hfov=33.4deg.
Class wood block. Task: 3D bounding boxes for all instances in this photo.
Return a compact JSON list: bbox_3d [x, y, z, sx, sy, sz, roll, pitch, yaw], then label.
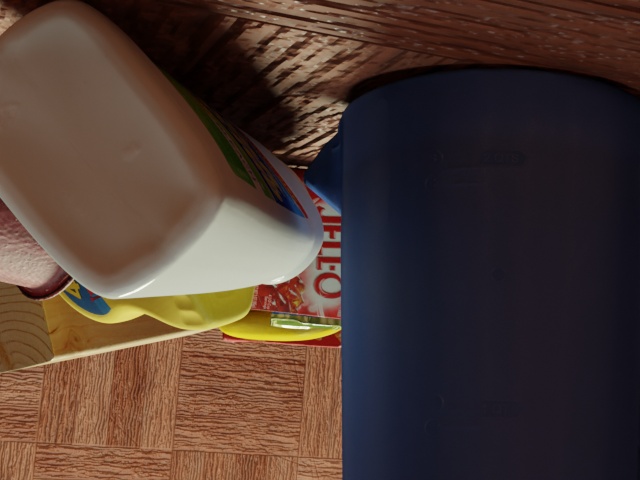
[{"bbox_3d":[-0.178,0.043,0.831,0.090,0.091,0.205,-14,176,28],"label":"wood block"}]

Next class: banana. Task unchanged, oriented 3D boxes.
[{"bbox_3d":[-0.040,0.067,0.908,0.069,0.037,0.198,12,170,-41],"label":"banana"}]

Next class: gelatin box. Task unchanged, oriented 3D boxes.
[{"bbox_3d":[-0.003,0.002,0.625,0.073,0.089,0.030,7,-149,-3],"label":"gelatin box"}]

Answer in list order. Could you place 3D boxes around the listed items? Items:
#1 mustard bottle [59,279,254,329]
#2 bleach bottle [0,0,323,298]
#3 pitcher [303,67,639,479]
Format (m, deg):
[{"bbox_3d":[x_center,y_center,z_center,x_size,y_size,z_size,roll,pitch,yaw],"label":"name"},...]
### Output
[{"bbox_3d":[-0.122,0.002,0.650,0.058,0.096,0.192,-18,-169,-43],"label":"mustard bottle"},{"bbox_3d":[-0.053,-0.025,0.467,0.068,0.102,0.250,-41,172,7],"label":"bleach bottle"},{"bbox_3d":[0.078,0.063,0.423,0.144,0.243,0.149,10,164,-27],"label":"pitcher"}]
